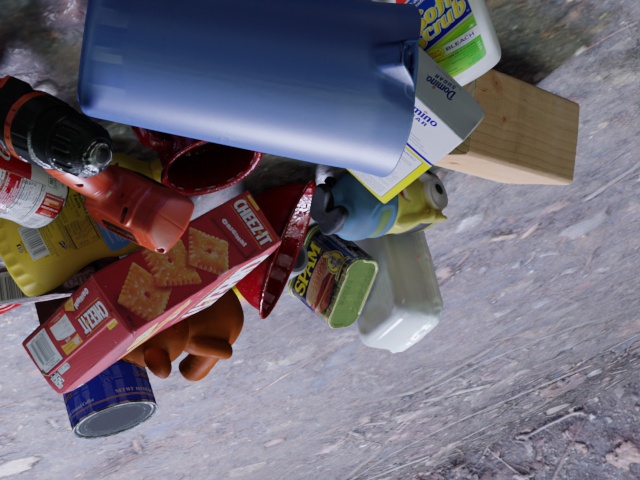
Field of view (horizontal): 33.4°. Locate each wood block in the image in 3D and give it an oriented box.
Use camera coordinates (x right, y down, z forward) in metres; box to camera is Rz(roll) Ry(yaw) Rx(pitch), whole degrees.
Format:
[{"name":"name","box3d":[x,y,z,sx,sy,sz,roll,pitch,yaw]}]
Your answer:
[{"name":"wood block","box3d":[0.174,-0.115,1.093,0.091,0.090,0.205,4,177,41]}]

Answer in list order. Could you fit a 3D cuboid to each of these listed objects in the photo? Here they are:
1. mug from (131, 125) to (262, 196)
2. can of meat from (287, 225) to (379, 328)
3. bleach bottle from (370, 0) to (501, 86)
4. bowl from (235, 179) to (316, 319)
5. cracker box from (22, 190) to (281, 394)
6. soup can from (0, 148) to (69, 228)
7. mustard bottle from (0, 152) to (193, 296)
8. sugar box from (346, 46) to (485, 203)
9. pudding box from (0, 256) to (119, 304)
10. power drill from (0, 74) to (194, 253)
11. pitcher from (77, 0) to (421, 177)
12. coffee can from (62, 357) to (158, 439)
[{"name":"mug","box3d":[-0.116,-0.098,0.930,0.117,0.081,0.093,2,147,-43]},{"name":"can of meat","box3d":[0.016,0.045,1.291,0.057,0.084,0.102,2,117,-42]},{"name":"bleach bottle","box3d":[0.077,-0.209,0.888,0.103,0.068,0.250,-26,153,12]},{"name":"bowl","box3d":[-0.058,0.001,1.159,0.055,0.162,0.162,20,154,6]},{"name":"cracker box","box3d":[-0.160,0.051,1.033,0.213,0.072,0.164,-32,176,-46]},{"name":"soup can","box3d":[-0.272,-0.053,0.911,0.069,0.068,0.102,-31,155,19]},{"name":"mustard bottle","box3d":[-0.205,-0.028,0.988,0.191,0.096,0.058,-24,-175,6]},{"name":"sugar box","box3d":[0.069,-0.103,0.962,0.048,0.093,0.176,-49,-176,-27]},{"name":"pudding box","box3d":[-0.267,0.040,1.089,0.113,0.039,0.090,-8,176,6]},{"name":"power drill","box3d":[-0.181,-0.058,0.832,0.057,0.185,0.187,-57,141,-9]},{"name":"pitcher","box3d":[-0.055,-0.127,0.805,0.242,0.145,0.149,8,126,-11]},{"name":"coffee can","box3d":[-0.259,0.149,1.256,0.102,0.140,0.103,-18,156,-9]}]
